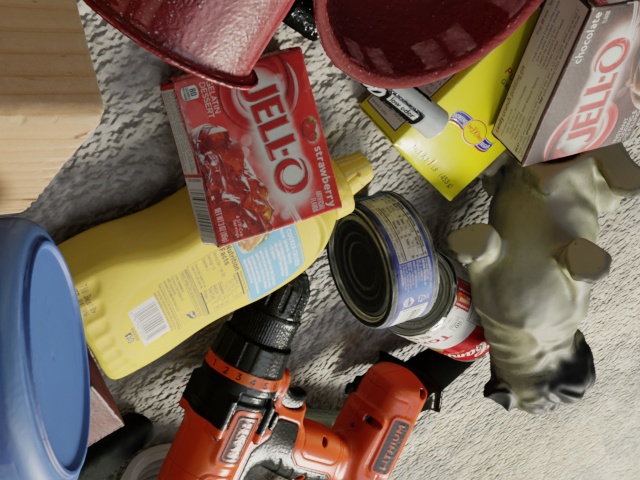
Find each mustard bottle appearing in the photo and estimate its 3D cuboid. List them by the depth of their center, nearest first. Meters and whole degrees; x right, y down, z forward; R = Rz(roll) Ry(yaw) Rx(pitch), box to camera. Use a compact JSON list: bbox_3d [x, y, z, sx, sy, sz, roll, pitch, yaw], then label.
[{"bbox_3d":[-0.054,0.000,0.612,0.191,0.058,0.096,-29,140,-12],"label":"mustard bottle"}]

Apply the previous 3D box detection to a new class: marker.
[{"bbox_3d":[0.023,-0.093,0.566,0.121,0.020,0.020,34,107,-31],"label":"marker"}]

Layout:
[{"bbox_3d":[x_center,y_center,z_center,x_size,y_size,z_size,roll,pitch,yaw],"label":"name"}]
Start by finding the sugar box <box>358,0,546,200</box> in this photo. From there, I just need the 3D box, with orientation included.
[{"bbox_3d":[0.116,-0.111,0.643,0.176,0.048,0.093,-42,146,10],"label":"sugar box"}]

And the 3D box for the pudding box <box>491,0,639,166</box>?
[{"bbox_3d":[0.158,-0.102,0.617,0.089,0.039,0.114,-16,139,-30],"label":"pudding box"}]

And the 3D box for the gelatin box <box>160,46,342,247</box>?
[{"bbox_3d":[-0.035,-0.049,0.553,0.073,0.030,0.089,-19,102,-23],"label":"gelatin box"}]

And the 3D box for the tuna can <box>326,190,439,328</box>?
[{"bbox_3d":[0.038,0.013,0.687,0.033,0.086,0.086,-16,142,-26],"label":"tuna can"}]

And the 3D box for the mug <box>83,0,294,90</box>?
[{"bbox_3d":[-0.055,-0.128,0.441,0.117,0.093,0.082,29,109,-15],"label":"mug"}]

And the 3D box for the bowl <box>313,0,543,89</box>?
[{"bbox_3d":[0.054,-0.155,0.523,0.162,0.055,0.162,-24,145,-19],"label":"bowl"}]

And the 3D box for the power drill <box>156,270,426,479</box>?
[{"bbox_3d":[-0.010,0.111,0.748,0.187,0.057,0.184,19,101,-42],"label":"power drill"}]

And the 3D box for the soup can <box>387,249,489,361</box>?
[{"bbox_3d":[0.091,0.048,0.793,0.068,0.068,0.102,-45,147,12],"label":"soup can"}]
